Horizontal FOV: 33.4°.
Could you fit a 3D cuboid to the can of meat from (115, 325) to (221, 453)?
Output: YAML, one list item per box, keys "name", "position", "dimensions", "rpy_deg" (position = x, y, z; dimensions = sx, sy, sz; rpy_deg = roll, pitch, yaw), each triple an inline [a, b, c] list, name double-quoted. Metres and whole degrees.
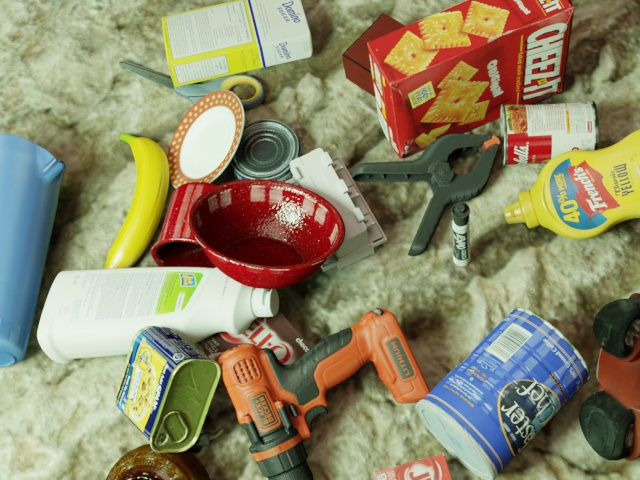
- name: "can of meat"
  position: [-0.155, 0.145, 1.059]
  dimensions: [0.084, 0.057, 0.102]
  rpy_deg: [32, 107, 44]

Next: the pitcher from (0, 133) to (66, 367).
- name: "pitcher"
  position: [-0.375, 0.014, 1.191]
  dimensions: [0.144, 0.149, 0.243]
  rpy_deg: [11, 65, -18]

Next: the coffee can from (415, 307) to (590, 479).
- name: "coffee can"
  position: [0.178, 0.149, 1.044]
  dimensions: [0.140, 0.103, 0.103]
  rpy_deg: [-43, 65, -13]

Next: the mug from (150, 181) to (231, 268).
- name: "mug"
  position: [-0.121, -0.009, 1.182]
  dimensions: [0.117, 0.093, 0.081]
  rpy_deg: [11, 60, -1]

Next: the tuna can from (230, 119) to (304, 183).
- name: "tuna can"
  position: [-0.063, -0.098, 1.244]
  dimensions: [0.086, 0.034, 0.086]
  rpy_deg: [-4, 63, 7]

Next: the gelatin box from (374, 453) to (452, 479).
- name: "gelatin box"
  position: [0.099, 0.260, 1.041]
  dimensions: [0.073, 0.030, 0.089]
  rpy_deg: [-15, 63, 1]

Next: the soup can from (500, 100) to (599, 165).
- name: "soup can"
  position: [0.253, -0.120, 1.188]
  dimensions: [0.102, 0.068, 0.068]
  rpy_deg: [-2, 63, 7]

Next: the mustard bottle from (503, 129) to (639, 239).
- name: "mustard bottle"
  position: [0.290, -0.053, 1.140]
  dimensions: [0.192, 0.058, 0.096]
  rpy_deg: [-17, 84, 16]

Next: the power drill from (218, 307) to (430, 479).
- name: "power drill"
  position: [0.011, 0.164, 1.068]
  dimensions: [0.187, 0.057, 0.184]
  rpy_deg: [-24, 92, -12]

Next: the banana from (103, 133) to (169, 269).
- name: "banana"
  position: [-0.210, -0.046, 1.242]
  dimensions: [0.070, 0.037, 0.198]
  rpy_deg: [-17, 55, 31]

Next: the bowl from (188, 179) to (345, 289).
- name: "bowl"
  position: [-0.057, 0.001, 1.106]
  dimensions: [0.162, 0.055, 0.162]
  rpy_deg: [5, 36, -4]

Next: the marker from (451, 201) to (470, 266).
- name: "marker"
  position: [0.147, -0.006, 1.117]
  dimensions: [0.020, 0.121, 0.020]
  rpy_deg: [-3, 63, 7]

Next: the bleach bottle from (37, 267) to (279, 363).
- name: "bleach bottle"
  position: [-0.168, 0.076, 1.130]
  dimensions: [0.251, 0.068, 0.102]
  rpy_deg: [-3, 54, 18]

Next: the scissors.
- name: "scissors"
  position: [-0.151, -0.196, 1.318]
  dimensions: [0.096, 0.016, 0.202]
  rpy_deg: [-43, 65, -15]

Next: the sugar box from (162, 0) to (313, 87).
- name: "sugar box"
  position: [-0.103, -0.251, 1.313]
  dimensions: [0.176, 0.048, 0.093]
  rpy_deg: [-11, 54, -3]

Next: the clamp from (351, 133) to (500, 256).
- name: "clamp"
  position: [0.122, -0.074, 1.191]
  dimensions: [0.171, 0.039, 0.120]
  rpy_deg: [-41, 86, -20]

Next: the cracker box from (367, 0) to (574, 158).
- name: "cracker box"
  position: [0.167, -0.190, 1.182]
  dimensions: [0.213, 0.164, 0.072]
  rpy_deg: [-22, 64, -3]

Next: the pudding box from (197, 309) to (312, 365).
- name: "pudding box"
  position: [-0.063, 0.122, 1.131]
  dimensions: [0.090, 0.039, 0.114]
  rpy_deg: [-38, 64, -11]

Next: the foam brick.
- name: "foam brick"
  position: [0.072, -0.221, 1.275]
  dimensions: [0.051, 0.053, 0.078]
  rpy_deg: [37, 73, 23]
